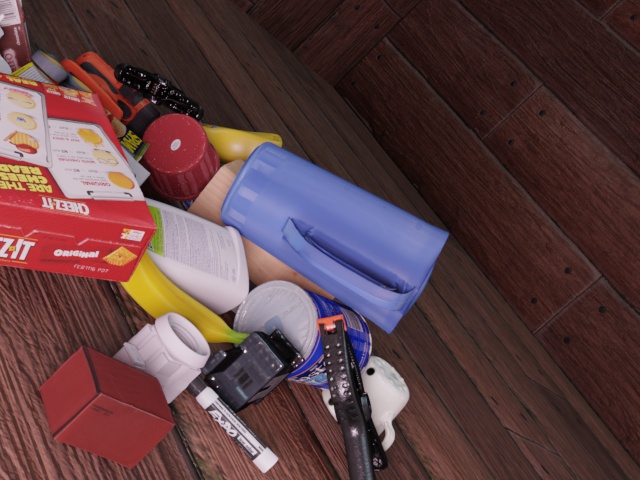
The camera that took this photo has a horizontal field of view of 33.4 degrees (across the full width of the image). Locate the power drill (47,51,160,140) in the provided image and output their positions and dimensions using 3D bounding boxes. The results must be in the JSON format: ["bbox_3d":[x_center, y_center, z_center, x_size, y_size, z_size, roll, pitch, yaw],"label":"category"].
[{"bbox_3d":[-0.266,-0.168,1.364,0.184,0.057,0.187,42,9,-1],"label":"power drill"}]

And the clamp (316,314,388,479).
[{"bbox_3d":[0.034,0.182,1.097,0.164,0.036,0.210,-78,154,-73],"label":"clamp"}]

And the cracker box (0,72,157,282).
[{"bbox_3d":[-0.252,-0.062,0.912,0.163,0.072,0.214,10,33,-34],"label":"cracker box"}]

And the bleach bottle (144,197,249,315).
[{"bbox_3d":[-0.175,-0.003,1.083,0.250,0.068,0.102,30,38,-49],"label":"bleach bottle"}]

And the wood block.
[{"bbox_3d":[-0.058,0.001,1.322,0.206,0.090,0.090,40,15,2],"label":"wood block"}]

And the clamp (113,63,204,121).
[{"bbox_3d":[-0.219,-0.199,1.376,0.120,0.039,0.172,34,1,-24],"label":"clamp"}]

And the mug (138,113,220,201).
[{"bbox_3d":[-0.187,-0.106,1.319,0.081,0.117,0.093,84,8,-72],"label":"mug"}]

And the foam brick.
[{"bbox_3d":[-0.155,0.122,0.781,0.078,0.053,0.051,36,16,-43],"label":"foam brick"}]

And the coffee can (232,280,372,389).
[{"bbox_3d":[-0.018,0.108,1.187,0.103,0.103,0.140,53,13,29],"label":"coffee can"}]

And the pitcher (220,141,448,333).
[{"bbox_3d":[0.011,-0.007,1.200,0.243,0.145,0.149,30,-24,2],"label":"pitcher"}]

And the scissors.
[{"bbox_3d":[-0.295,-0.192,1.229,0.096,0.016,0.202,41,1,-17],"label":"scissors"}]

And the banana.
[{"bbox_3d":[-0.148,0.047,1.022,0.197,0.070,0.037,44,38,-39],"label":"banana"}]

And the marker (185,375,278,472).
[{"bbox_3d":[-0.086,0.162,0.973,0.121,0.020,0.020,46,12,2],"label":"marker"}]

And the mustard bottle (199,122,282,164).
[{"bbox_3d":[-0.154,-0.136,1.494,0.191,0.058,0.096,10,2,-11],"label":"mustard bottle"}]

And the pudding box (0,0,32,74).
[{"bbox_3d":[-0.362,-0.257,1.229,0.090,0.039,0.113,-121,-156,-49],"label":"pudding box"}]
